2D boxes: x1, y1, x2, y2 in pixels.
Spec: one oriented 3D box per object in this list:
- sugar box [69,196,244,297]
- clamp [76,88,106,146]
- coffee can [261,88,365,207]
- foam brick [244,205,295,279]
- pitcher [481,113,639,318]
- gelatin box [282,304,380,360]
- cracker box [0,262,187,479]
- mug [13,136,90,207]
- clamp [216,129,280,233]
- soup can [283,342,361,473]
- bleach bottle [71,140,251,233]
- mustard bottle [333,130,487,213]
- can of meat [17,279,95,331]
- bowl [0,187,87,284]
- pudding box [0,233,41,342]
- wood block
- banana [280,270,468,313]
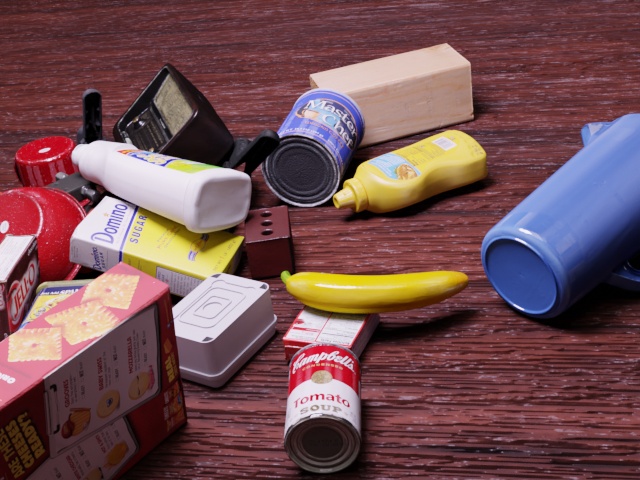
[{"bbox_3d":[-0.185,0.010,1.209,0.176,0.048,0.093,18,36,7],"label":"sugar box"},{"bbox_3d":[-0.310,-0.137,1.457,0.039,0.120,0.172,-7,-1,-23],"label":"clamp"},{"bbox_3d":[-0.007,-0.121,1.372,0.103,0.103,0.140,1,32,17],"label":"coffee can"},{"bbox_3d":[-0.058,0.002,1.227,0.053,0.051,0.078,-9,30,0],"label":"foam brick"},{"bbox_3d":[0.287,-0.016,1.102,0.242,0.145,0.149,-35,26,-31],"label":"pitcher"},{"bbox_3d":[0.012,0.091,1.077,0.073,0.030,0.089,5,32,21],"label":"gelatin box"},{"bbox_3d":[-0.216,0.142,0.912,0.072,0.164,0.213,24,43,31],"label":"cracker box"},{"bbox_3d":[-0.370,-0.090,1.441,0.117,0.081,0.093,14,37,34],"label":"mug"},{"bbox_3d":[-0.103,-0.086,1.328,0.036,0.165,0.210,26,16,-17],"label":"clamp"},{"bbox_3d":[0.003,0.147,0.945,0.068,0.068,0.102,-6,31,6],"label":"soup can"},{"bbox_3d":[-0.204,-0.073,1.250,0.251,0.068,0.102,18,17,34],"label":"bleach bottle"},{"bbox_3d":[0.103,-0.078,1.311,0.191,0.058,0.096,-21,33,-19],"label":"mustard bottle"},{"bbox_3d":[-0.263,0.089,1.131,0.102,0.057,0.084,-4,32,9],"label":"can of meat"},{"bbox_3d":[-0.352,-0.003,1.238,0.162,0.055,0.162,-6,62,12],"label":"bowl"},{"bbox_3d":[-0.331,0.056,1.141,0.039,0.090,0.113,3,26,-1],"label":"pudding box"},{"bbox_3d":[0.099,-0.199,1.489,0.206,0.090,0.091,-14,31,-10],"label":"wood block"},{"bbox_3d":[0.048,0.047,1.076,0.198,0.037,0.069,2,31,12],"label":"banana"}]
